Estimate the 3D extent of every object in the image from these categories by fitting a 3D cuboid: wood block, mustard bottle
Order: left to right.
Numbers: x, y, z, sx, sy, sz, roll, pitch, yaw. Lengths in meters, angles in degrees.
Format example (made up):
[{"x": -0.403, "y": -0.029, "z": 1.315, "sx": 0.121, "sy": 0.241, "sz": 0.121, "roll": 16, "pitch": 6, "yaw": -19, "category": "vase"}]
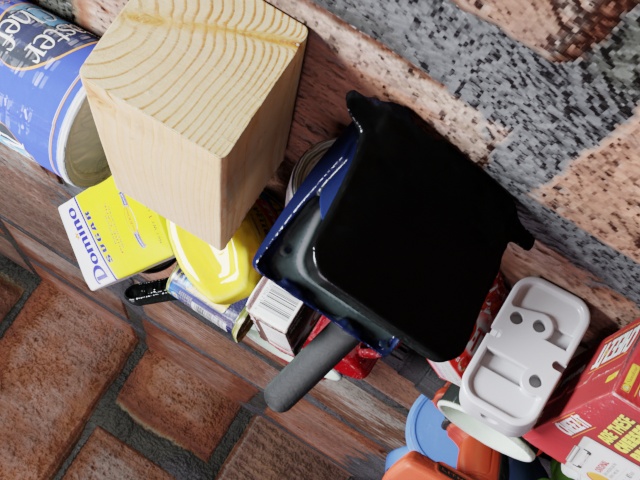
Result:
[{"x": -0.074, "y": -0.074, "z": 0.653, "sx": 0.091, "sy": 0.090, "sz": 0.206, "roll": 32, "pitch": 165, "yaw": 3, "category": "wood block"}, {"x": -0.055, "y": 0.001, "z": 0.849, "sx": 0.096, "sy": 0.058, "sz": 0.191, "roll": 65, "pitch": -166, "yaw": 9, "category": "mustard bottle"}]

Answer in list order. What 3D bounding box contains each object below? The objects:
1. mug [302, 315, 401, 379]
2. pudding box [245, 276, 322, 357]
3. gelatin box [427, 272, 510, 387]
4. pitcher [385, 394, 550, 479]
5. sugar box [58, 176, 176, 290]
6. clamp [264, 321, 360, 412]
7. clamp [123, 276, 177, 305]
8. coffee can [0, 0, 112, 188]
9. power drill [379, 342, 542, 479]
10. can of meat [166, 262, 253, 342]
[{"x": 0.032, "y": 0.069, "z": 0.921, "sx": 0.117, "sy": 0.081, "sz": 0.093, "roll": 16, "pitch": 158, "yaw": 49, "category": "mug"}, {"x": -0.007, "y": 0.024, "z": 0.791, "sx": 0.039, "sy": 0.113, "sz": 0.090, "roll": 31, "pitch": 167, "yaw": 13, "category": "pudding box"}, {"x": 0.102, "y": 0.057, "z": 0.746, "sx": 0.030, "sy": 0.073, "sz": 0.089, "roll": 24, "pitch": 163, "yaw": 32, "category": "gelatin box"}, {"x": 0.155, "y": 0.237, "z": 1.119, "sx": 0.145, "sy": 0.149, "sz": 0.242, "roll": 45, "pitch": 172, "yaw": 34, "category": "pitcher"}, {"x": -0.180, "y": -0.015, "z": 0.996, "sx": 0.177, "sy": 0.048, "sz": 0.093, "roll": -22, "pitch": 89, "yaw": 50, "category": "sugar box"}, {"x": 0.048, "y": 0.040, "z": 0.769, "sx": 0.036, "sy": 0.164, "sz": 0.210, "roll": 49, "pitch": 146, "yaw": 12, "category": "clamp"}, {"x": -0.113, "y": 0.039, "z": 1.082, "sx": 0.171, "sy": 0.039, "sz": 0.120, "roll": 23, "pitch": 129, "yaw": -20, "category": "clamp"}, {"x": -0.206, "y": -0.114, "z": 0.773, "sx": 0.140, "sy": 0.102, "sz": 0.103, "roll": 29, "pitch": 165, "yaw": 15, "category": "coffee can"}, {"x": 0.110, "y": 0.163, "z": 0.915, "sx": 0.184, "sy": 0.187, "sz": 0.057, "roll": 31, "pitch": 124, "yaw": 2, "category": "power drill"}, {"x": -0.084, "y": 0.030, "z": 1.000, "sx": 0.084, "sy": 0.102, "sz": 0.057, "roll": 32, "pitch": 167, "yaw": 8, "category": "can of meat"}]
